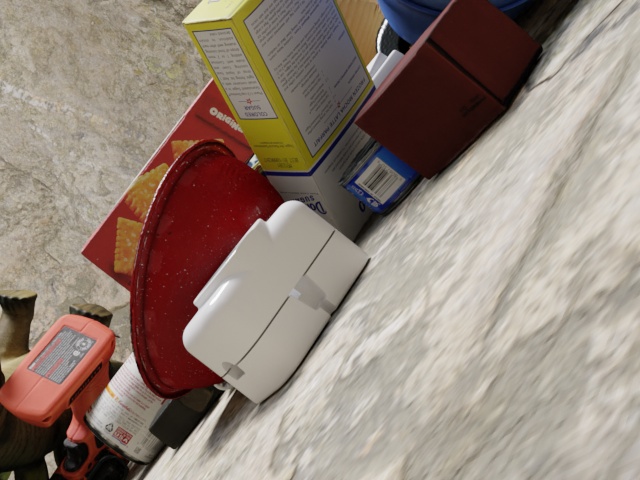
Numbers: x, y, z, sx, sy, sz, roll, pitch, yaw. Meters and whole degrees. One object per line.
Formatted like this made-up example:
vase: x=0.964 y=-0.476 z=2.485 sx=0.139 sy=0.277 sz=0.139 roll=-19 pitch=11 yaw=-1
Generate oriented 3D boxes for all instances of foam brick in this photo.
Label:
foam brick: x=0.064 y=-0.079 z=0.545 sx=0.051 sy=0.053 sz=0.078 roll=-55 pitch=6 yaw=-36

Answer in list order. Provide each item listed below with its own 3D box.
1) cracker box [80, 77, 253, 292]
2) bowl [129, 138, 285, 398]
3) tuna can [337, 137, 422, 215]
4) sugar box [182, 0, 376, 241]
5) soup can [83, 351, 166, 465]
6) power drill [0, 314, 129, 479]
cracker box: x=-0.099 y=-0.066 z=0.918 sx=0.214 sy=0.072 sz=0.164 roll=-50 pitch=5 yaw=12
bowl: x=-0.053 y=0.022 z=0.648 sx=0.162 sy=0.055 sz=0.162 roll=10 pitch=-90 yaw=-72
tuna can: x=0.050 y=-0.057 z=0.640 sx=0.086 sy=0.033 sz=0.086 roll=-51 pitch=4 yaw=5
sugar box: x=-0.010 y=-0.090 z=0.671 sx=0.048 sy=0.176 sz=0.093 roll=6 pitch=46 yaw=37
soup can: x=-0.135 y=0.122 z=0.864 sx=0.102 sy=0.068 sz=0.068 roll=-53 pitch=4 yaw=-3
power drill: x=-0.216 y=0.168 z=0.918 sx=0.184 sy=0.057 sz=0.188 roll=-57 pitch=-22 yaw=-35
